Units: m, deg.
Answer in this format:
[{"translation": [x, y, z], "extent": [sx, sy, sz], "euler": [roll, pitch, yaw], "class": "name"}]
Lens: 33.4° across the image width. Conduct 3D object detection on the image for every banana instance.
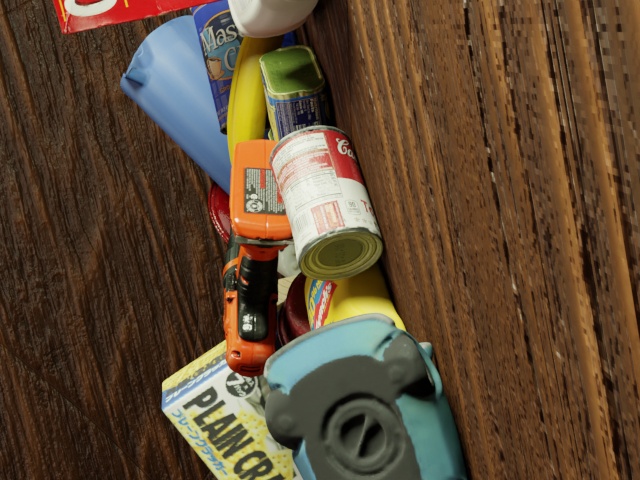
[{"translation": [-0.059, -0.145, 1.030], "extent": [0.069, 0.037, 0.198], "euler": [9, -85, -59], "class": "banana"}]

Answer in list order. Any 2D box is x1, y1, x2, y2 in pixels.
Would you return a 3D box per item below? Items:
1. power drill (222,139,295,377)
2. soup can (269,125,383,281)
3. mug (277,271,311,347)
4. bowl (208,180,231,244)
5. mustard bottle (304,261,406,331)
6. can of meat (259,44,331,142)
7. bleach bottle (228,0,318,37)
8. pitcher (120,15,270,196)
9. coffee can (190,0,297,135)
[{"translation": [-0.056, 0.001, 0.951], "extent": [0.188, 0.057, 0.184], "euler": [99, 169, -49], "class": "power drill"}, {"translation": [0.004, -0.028, 0.823], "extent": [0.068, 0.068, 0.102], "euler": [81, 174, -57], "class": "soup can"}, {"translation": [0.005, 0.078, 0.965], "extent": [0.081, 0.093, 0.117], "euler": [100, -172, -70], "class": "mug"}, {"translation": [-0.060, -0.048, 1.377], "extent": [0.055, 0.161, 0.162], "euler": [-49, 48, 48], "class": "bowl"}, {"translation": [0.024, 0.063, 0.859], "extent": [0.191, 0.058, 0.096], "euler": [-106, 27, -56], "class": "mustard bottle"}, {"translation": [-0.021, -0.120, 0.973], "extent": [0.102, 0.057, 0.084], "euler": [-108, 7, -55], "class": "can of meat"}, {"translation": [-0.031, -0.200, 0.781], "extent": [0.251, 0.068, 0.102], "euler": [-127, 23, -76], "class": "bleach bottle"}, {"translation": [-0.116, -0.152, 1.317], "extent": [0.243, 0.149, 0.145], "euler": [47, 166, 14], "class": "pitcher"}, {"translation": [-0.072, -0.192, 1.124], "extent": [0.103, 0.102, 0.140], "euler": [112, 144, -85], "class": "coffee can"}]
